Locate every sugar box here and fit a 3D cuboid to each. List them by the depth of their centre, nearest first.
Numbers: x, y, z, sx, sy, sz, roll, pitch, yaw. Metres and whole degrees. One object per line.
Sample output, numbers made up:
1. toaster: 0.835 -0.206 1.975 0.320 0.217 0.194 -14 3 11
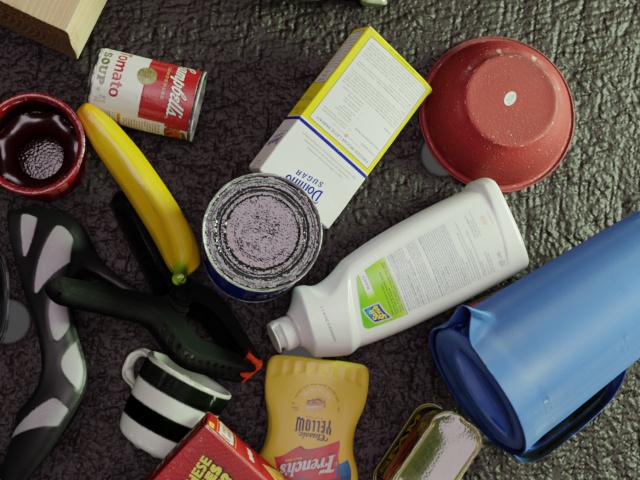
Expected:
1. sugar box: 0.020 -0.108 1.025 0.093 0.048 0.176 41 83 -20

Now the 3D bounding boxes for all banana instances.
1. banana: -0.158 -0.041 0.974 0.037 0.069 0.198 -33 74 -3

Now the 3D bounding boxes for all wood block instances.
1. wood block: -0.230 -0.291 1.008 0.091 0.090 0.206 24 81 -3

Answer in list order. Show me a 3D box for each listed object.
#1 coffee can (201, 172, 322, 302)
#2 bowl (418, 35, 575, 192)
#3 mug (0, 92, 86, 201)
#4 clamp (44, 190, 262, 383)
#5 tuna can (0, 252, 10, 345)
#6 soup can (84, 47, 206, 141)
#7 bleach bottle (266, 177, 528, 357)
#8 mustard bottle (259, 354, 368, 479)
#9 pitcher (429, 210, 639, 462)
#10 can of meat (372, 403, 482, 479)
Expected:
1. coffee can: -0.056 0.001 0.965 0.102 0.140 0.103 1 83 -6
2. bowl: 0.180 -0.131 1.049 0.162 0.055 0.162 1 83 -6
3. mug: -0.272 -0.080 0.982 0.117 0.081 0.093 -7 84 -7
4. clamp: -0.144 0.062 0.965 0.210 0.164 0.036 44 123 -7
5. tuna can: -0.305 0.053 0.961 0.033 0.086 0.086 0 83 -5
6. soup can: -0.164 -0.138 1.008 0.102 0.068 0.068 13 82 -4
7. bleach bottle: 0.065 0.033 0.997 0.250 0.068 0.102 -23 88 -15
8. mustard bottle: -0.012 0.205 0.987 0.096 0.058 0.191 7 83 -4
9. pitcher: 0.233 0.084 0.971 0.242 0.149 0.145 -31 73 -14
10. can of meat: 0.099 0.203 0.986 0.057 0.084 0.102 36 81 -1
